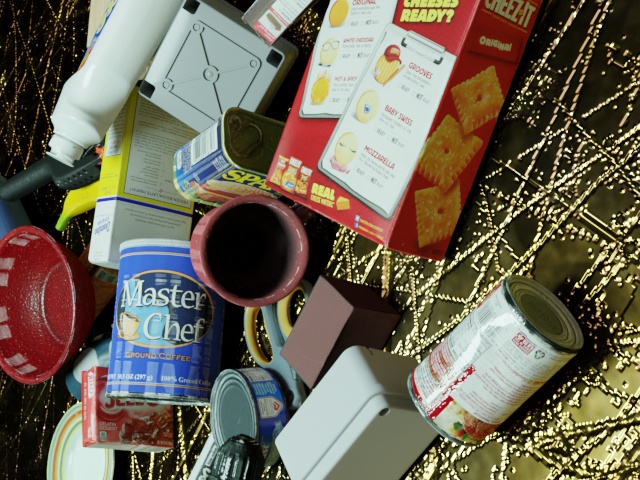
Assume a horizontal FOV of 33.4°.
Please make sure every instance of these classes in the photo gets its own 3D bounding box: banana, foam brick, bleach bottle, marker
[{"bbox_3d":[-0.228,-0.042,1.166,0.198,0.037,0.069,3,90,50],"label":"banana"},{"bbox_3d":[0.014,0.074,0.838,0.051,0.052,0.078,44,112,46],"label":"foam brick"},{"bbox_3d":[-0.180,-0.184,0.987,0.251,0.068,0.103,-63,22,-6],"label":"bleach bottle"},{"bbox_3d":[-0.110,0.216,0.967,0.020,0.020,0.121,44,112,46],"label":"marker"}]

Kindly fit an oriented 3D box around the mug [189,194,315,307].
[{"bbox_3d":[-0.056,0.001,0.913,0.117,0.093,0.082,-37,11,-14],"label":"mug"}]

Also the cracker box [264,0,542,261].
[{"bbox_3d":[0.060,-0.111,0.826,0.164,0.072,0.214,28,100,49],"label":"cracker box"}]

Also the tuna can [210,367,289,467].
[{"bbox_3d":[-0.060,0.150,0.902,0.086,0.033,0.086,3,94,59],"label":"tuna can"}]

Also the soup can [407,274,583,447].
[{"bbox_3d":[0.115,0.079,0.708,0.102,0.068,0.068,-50,46,27],"label":"soup can"}]

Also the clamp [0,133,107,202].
[{"bbox_3d":[-0.287,-0.095,1.207,0.164,0.036,0.210,-56,35,-6],"label":"clamp"}]

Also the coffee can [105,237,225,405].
[{"bbox_3d":[-0.138,0.076,0.975,0.103,0.102,0.140,-10,72,48],"label":"coffee can"}]

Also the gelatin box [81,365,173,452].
[{"bbox_3d":[-0.183,0.160,1.012,0.030,0.089,0.073,-25,61,43],"label":"gelatin box"}]

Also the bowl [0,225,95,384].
[{"bbox_3d":[-0.282,0.065,1.102,0.162,0.055,0.162,0,90,40],"label":"bowl"}]

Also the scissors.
[{"bbox_3d":[-0.013,0.113,0.887,0.096,0.016,0.202,-53,45,25],"label":"scissors"}]

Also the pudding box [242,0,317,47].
[{"bbox_3d":[-0.010,-0.224,0.919,0.090,0.039,0.113,-42,7,35],"label":"pudding box"}]

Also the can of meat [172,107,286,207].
[{"bbox_3d":[-0.067,-0.066,0.937,0.084,0.101,0.057,-26,59,45],"label":"can of meat"}]

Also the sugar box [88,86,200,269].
[{"bbox_3d":[-0.171,-0.056,1.059,0.048,0.093,0.176,0,79,50],"label":"sugar box"}]
